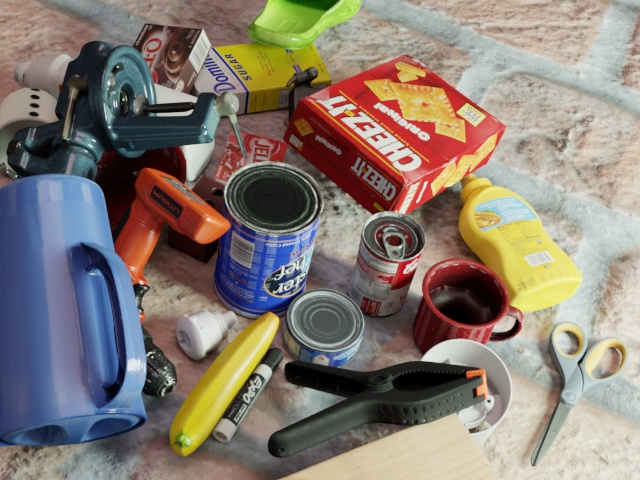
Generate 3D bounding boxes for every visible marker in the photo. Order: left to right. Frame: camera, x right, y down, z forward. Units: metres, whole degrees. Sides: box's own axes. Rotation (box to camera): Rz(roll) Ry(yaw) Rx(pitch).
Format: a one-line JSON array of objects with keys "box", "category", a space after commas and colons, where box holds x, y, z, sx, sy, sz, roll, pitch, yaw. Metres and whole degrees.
[{"box": [-0.071, 0.152, 1.074, 0.020, 0.020, 0.121, 26, 50, 11], "category": "marker"}]

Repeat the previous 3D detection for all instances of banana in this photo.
[{"box": [-0.098, 0.147, 1.045, 0.037, 0.070, 0.197, 47, 41, -13], "category": "banana"}]

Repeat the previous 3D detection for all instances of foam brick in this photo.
[{"box": [-0.128, -0.024, 1.195, 0.053, 0.051, 0.078, 25, 49, 10], "category": "foam brick"}]

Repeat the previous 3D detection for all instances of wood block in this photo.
[{"box": [0.049, 0.245, 0.970, 0.205, 0.091, 0.090, -17, 55, -24], "category": "wood block"}]

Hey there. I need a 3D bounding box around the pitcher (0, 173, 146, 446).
[{"box": [-0.235, 0.062, 0.986, 0.149, 0.145, 0.243, -10, 72, -2], "category": "pitcher"}]

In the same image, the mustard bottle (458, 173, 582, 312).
[{"box": [0.215, -0.007, 1.241, 0.096, 0.058, 0.192, -13, 53, -23], "category": "mustard bottle"}]

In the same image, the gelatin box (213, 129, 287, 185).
[{"box": [-0.083, -0.088, 1.273, 0.073, 0.030, 0.089, 14, 49, 1], "category": "gelatin box"}]

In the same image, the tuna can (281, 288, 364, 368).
[{"box": [0.003, 0.093, 1.130, 0.086, 0.034, 0.086, 5, 49, -6], "category": "tuna can"}]

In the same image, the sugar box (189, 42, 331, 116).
[{"box": [-0.084, -0.211, 1.369, 0.176, 0.048, 0.093, -10, 52, -20], "category": "sugar box"}]

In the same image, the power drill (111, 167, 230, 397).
[{"box": [-0.172, 0.037, 1.060, 0.185, 0.057, 0.188, 39, 98, 23], "category": "power drill"}]

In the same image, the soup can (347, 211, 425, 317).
[{"box": [0.069, 0.027, 1.154, 0.068, 0.102, 0.068, 5, 49, -6], "category": "soup can"}]

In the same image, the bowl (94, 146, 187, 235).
[{"box": [-0.222, -0.052, 1.184, 0.162, 0.055, 0.162, -4, 53, 5], "category": "bowl"}]

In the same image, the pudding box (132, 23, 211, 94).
[{"box": [-0.197, -0.212, 1.317, 0.090, 0.039, 0.113, 11, 63, 25], "category": "pudding box"}]

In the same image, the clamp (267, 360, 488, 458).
[{"box": [0.052, 0.145, 1.026, 0.210, 0.036, 0.164, -10, 20, 0], "category": "clamp"}]

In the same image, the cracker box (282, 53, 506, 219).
[{"box": [0.090, -0.125, 1.237, 0.164, 0.072, 0.213, 40, 43, 19], "category": "cracker box"}]

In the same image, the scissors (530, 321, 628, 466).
[{"box": [0.253, 0.153, 1.139, 0.201, 0.016, 0.096, -32, 60, -32], "category": "scissors"}]

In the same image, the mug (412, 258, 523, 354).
[{"box": [0.157, 0.082, 1.138, 0.117, 0.082, 0.093, 9, 48, -3], "category": "mug"}]

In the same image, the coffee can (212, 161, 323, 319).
[{"box": [-0.057, 0.001, 1.127, 0.102, 0.140, 0.103, 5, 49, -6], "category": "coffee can"}]

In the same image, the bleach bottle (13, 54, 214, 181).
[{"box": [-0.251, -0.157, 1.268, 0.251, 0.102, 0.068, 21, 53, 15], "category": "bleach bottle"}]
